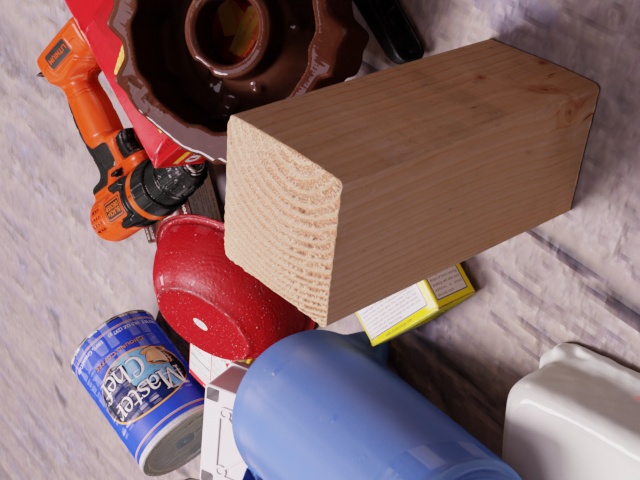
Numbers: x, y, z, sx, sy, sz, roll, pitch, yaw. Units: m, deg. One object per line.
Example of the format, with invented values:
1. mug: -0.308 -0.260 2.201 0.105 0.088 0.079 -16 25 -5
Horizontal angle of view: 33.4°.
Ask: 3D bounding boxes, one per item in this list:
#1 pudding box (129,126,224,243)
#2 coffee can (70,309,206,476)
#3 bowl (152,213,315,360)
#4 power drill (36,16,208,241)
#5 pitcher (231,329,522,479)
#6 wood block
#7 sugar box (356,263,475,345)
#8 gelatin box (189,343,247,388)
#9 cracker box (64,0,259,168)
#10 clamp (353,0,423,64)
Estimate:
1. pudding box: -0.140 -0.057 0.992 0.090 0.039 0.113 -7 103 53
2. coffee can: -0.177 0.156 1.099 0.140 0.102 0.103 48 140 25
3. bowl: -0.087 0.053 0.913 0.162 0.055 0.162 24 147 17
4. power drill: -0.177 -0.103 0.938 0.185 0.057 0.187 -26 84 51
5. pitcher: 0.032 0.167 0.750 0.243 0.144 0.149 -153 60 -62
6. wood block: 0.054 -0.042 0.610 0.090 0.205 0.091 34 132 37
7. sugar box: 0.035 -0.018 0.786 0.093 0.048 0.176 -39 73 53
8. gelatin box: -0.094 0.110 1.031 0.073 0.030 0.089 37 134 37
9. cracker box: -0.105 -0.187 0.807 0.164 0.072 0.214 -35 80 31
10. clamp: 0.007 -0.219 0.720 0.210 0.036 0.165 31 131 38
